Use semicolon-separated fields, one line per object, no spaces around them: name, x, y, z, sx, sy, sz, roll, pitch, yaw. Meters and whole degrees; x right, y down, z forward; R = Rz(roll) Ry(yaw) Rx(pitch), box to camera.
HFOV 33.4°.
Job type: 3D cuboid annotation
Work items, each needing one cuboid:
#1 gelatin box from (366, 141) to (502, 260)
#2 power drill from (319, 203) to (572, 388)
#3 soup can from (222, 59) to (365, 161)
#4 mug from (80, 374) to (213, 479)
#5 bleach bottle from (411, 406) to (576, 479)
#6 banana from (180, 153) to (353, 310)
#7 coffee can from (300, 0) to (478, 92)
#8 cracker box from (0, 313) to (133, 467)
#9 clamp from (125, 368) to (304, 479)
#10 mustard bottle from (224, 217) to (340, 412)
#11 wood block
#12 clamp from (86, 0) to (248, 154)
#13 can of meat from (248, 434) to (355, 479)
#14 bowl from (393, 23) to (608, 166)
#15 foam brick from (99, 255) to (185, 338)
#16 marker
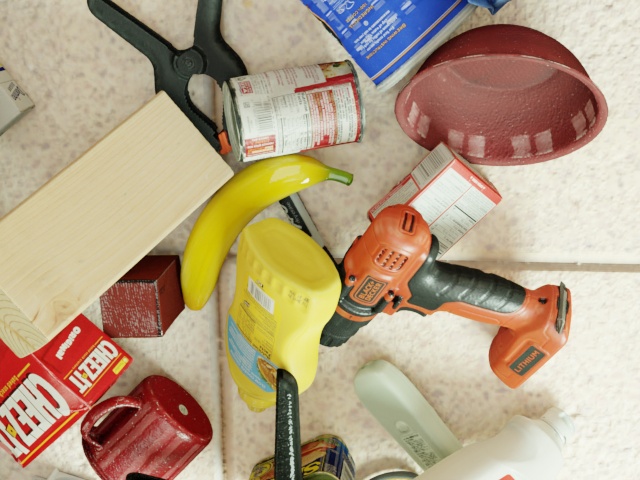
gelatin box;0.094;-0.028;0.879;0.089;0.030;0.073;-44;131;15
power drill;0.096;0.060;0.881;0.187;0.057;0.185;20;143;-10
soup can;-0.022;-0.103;0.853;0.102;0.068;0.068;-11;104;-10
mug;-0.157;0.168;0.937;0.081;0.093;0.117;-45;131;10
bleach bottle;0.116;0.219;0.888;0.250;0.068;0.102;-36;118;-21
banana;-0.065;-0.015;0.898;0.198;0.037;0.069;-39;95;26
coffee can;0.038;-0.199;0.818;0.103;0.102;0.140;-41;97;14
cracker box;-0.287;0.081;0.907;0.213;0.072;0.164;44;137;-6
clamp;-0.049;0.228;0.883;0.164;0.036;0.210;-28;103;4
mustard bottle;-0.040;0.079;0.902;0.096;0.058;0.192;42;138;28
wood block;-0.179;-0.014;0.836;0.091;0.090;0.205;49;60;-8
clamp;-0.100;-0.158;0.878;0.120;0.039;0.171;-27;107;17
can of meat;-0.019;0.223;0.946;0.102;0.084;0.057;-23;101;11
bowl;0.140;-0.119;0.826;0.162;0.162;0.055;5;66;4
foam brick;-0.152;0.047;0.917;0.051;0.078;0.053;-2;104;8
marker;-0.018;-0.020;0.915;0.020;0.020;0.121;-27;100;12
